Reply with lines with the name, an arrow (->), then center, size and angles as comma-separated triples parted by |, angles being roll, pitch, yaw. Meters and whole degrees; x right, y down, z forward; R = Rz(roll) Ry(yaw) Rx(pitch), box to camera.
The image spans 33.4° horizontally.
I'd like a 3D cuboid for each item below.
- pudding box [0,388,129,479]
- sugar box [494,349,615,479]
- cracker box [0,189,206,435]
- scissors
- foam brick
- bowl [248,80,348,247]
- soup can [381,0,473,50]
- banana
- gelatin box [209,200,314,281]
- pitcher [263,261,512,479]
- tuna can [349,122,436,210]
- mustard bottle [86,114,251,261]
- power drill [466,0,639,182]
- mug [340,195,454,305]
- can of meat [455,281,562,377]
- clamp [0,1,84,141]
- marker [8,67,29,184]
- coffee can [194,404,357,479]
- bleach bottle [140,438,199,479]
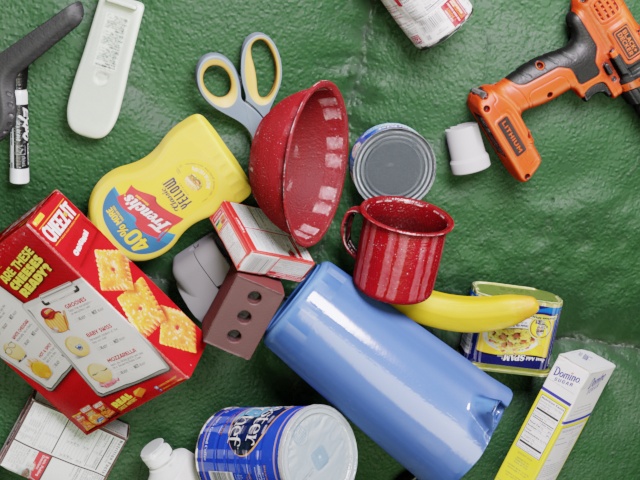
pudding box -> -0.273, 0.218, 1.136 | 0.113, 0.039, 0.090 | 27, 102, -16
sugar box -> 0.254, 0.205, 1.170 | 0.048, 0.093, 0.176 | 29, 103, 29
cracker box -> -0.242, 0.075, 1.049 | 0.164, 0.072, 0.213 | -31, 111, 33
scissors -> -0.078, -0.106, 1.066 | 0.096, 0.016, 0.202 | -3, 109, -17
foam brick -> -0.076, 0.067, 1.047 | 0.053, 0.051, 0.078 | 25, 102, -14
bowl -> -0.026, -0.076, 1.032 | 0.055, 0.161, 0.162 | 9, 108, 20
soup can -> 0.091, -0.242, 1.022 | 0.068, 0.068, 0.102 | -38, 108, 5
banana -> 0.123, 0.060, 1.103 | 0.198, 0.037, 0.070 | 19, 126, 15
gelatin box -> -0.057, 0.001, 1.054 | 0.089, 0.073, 0.030 | 12, 126, -44
pitcher -> 0.060, 0.138, 1.098 | 0.243, 0.145, 0.149 | 39, 103, -2
tuna can -> 0.073, -0.076, 1.089 | 0.086, 0.034, 0.086 | -2, 107, -6
mustard bottle -> -0.171, -0.035, 1.059 | 0.191, 0.058, 0.096 | -34, 113, 4
power drill -> 0.259, -0.142, 1.081 | 0.187, 0.057, 0.184 | -35, 104, 2
mug -> 0.068, 0.007, 1.055 | 0.117, 0.093, 0.081 | 24, 117, 29
can of meat -> 0.203, 0.094, 1.147 | 0.102, 0.057, 0.084 | 7, 105, -9
clamp -> -0.330, -0.166, 1.003 | 0.164, 0.036, 0.210 | 30, 109, 4
marker -> -0.294, -0.116, 1.039 | 0.020, 0.020, 0.121 | 2, 107, -8
coffee can -> -0.046, 0.221, 1.094 | 0.102, 0.141, 0.103 | 9, 77, -42
bleach bottle -> -0.119, 0.324, 1.156 | 0.068, 0.102, 0.251 | -20, 111, 31
